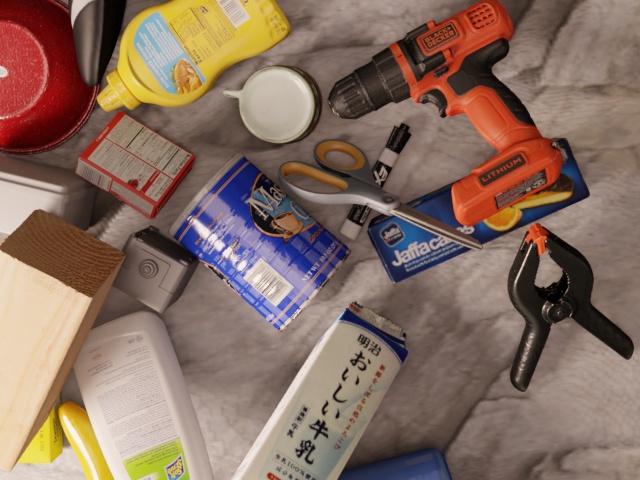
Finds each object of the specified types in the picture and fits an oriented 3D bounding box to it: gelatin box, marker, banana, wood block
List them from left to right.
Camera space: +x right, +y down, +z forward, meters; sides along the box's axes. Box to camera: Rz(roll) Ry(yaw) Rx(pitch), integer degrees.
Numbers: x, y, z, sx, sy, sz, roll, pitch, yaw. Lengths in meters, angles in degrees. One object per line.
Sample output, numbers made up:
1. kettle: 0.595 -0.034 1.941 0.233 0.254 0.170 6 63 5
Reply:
1. wood block: -0.262 0.089 0.945 0.090 0.090 0.206 28 116 -4
2. banana: -0.224 0.256 1.060 0.069 0.037 0.198 -1 95 -15
3. gelatin box: -0.175 -0.071 1.013 0.089 0.030 0.073 32 53 -1
4. marker: 0.054 -0.057 1.024 0.020 0.020 0.121 28 97 0

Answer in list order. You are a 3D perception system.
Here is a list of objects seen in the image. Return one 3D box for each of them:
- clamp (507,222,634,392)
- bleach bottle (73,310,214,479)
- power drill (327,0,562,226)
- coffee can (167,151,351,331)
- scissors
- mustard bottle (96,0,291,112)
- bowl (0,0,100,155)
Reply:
1. clamp: 0.212 0.067 0.999 0.120 0.039 0.171 -28 113 4
2. bleach bottle: -0.158 0.195 0.984 0.102 0.068 0.251 -24 64 5
3. power drill: 0.117 -0.110 0.963 0.184 0.057 0.188 -28 68 7
4. coffee can: -0.057 0.001 0.996 0.140 0.103 0.103 41 97 -1
5. scissors: 0.061 -0.047 0.982 0.202 0.096 0.016 15 134 12
6. mustard bottle: -0.129 -0.182 1.004 0.192 0.058 0.096 -34 97 6
7. bowl: -0.295 -0.162 1.018 0.162 0.055 0.162 0 96 4
